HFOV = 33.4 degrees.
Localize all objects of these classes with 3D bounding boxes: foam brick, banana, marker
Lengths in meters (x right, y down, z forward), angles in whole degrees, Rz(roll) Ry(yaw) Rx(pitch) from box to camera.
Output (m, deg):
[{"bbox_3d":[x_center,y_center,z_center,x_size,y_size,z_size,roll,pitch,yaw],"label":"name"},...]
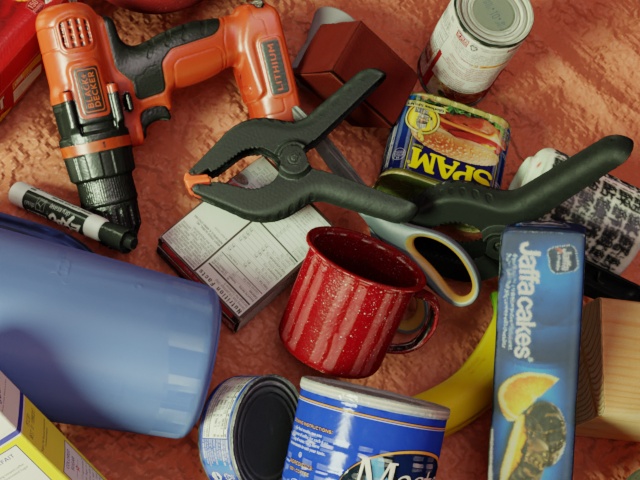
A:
[{"bbox_3d":[0.028,-0.132,0.853,0.078,0.053,0.051,37,74,-35],"label":"foam brick"},{"bbox_3d":[0.085,0.116,0.808,0.197,0.037,0.070,-32,60,-23],"label":"banana"},{"bbox_3d":[-0.179,-0.017,0.776,0.121,0.020,0.020,21,63,29],"label":"marker"}]

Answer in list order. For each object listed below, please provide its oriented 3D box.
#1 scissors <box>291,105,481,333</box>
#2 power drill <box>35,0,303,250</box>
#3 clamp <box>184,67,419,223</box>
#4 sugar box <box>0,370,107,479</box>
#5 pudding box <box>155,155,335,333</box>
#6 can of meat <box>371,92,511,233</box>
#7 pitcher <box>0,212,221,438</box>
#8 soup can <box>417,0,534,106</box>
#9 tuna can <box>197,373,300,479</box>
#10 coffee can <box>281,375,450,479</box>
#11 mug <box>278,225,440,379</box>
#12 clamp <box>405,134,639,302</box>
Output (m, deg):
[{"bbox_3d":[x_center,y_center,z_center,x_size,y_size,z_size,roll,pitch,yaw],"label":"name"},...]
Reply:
[{"bbox_3d":[0.033,-0.007,0.825,0.202,0.096,0.016,39,24,12],"label":"scissors"},{"bbox_3d":[-0.110,-0.100,0.816,0.187,0.057,0.184,-16,100,-25],"label":"power drill"},{"bbox_3d":[-0.011,-0.049,0.789,0.171,0.039,0.120,-21,74,-4],"label":"clamp"},{"bbox_3d":[-0.206,0.141,0.657,0.093,0.048,0.176,-30,119,6],"label":"sugar box"},{"bbox_3d":[-0.055,0.001,0.818,0.113,0.039,0.090,-42,83,-21],"label":"pudding box"},{"bbox_3d":[0.100,-0.064,0.867,0.102,0.057,0.084,18,64,-6],"label":"can of meat"},{"bbox_3d":[-0.195,0.052,0.727,0.242,0.145,0.149,13,80,-11],"label":"pitcher"},{"bbox_3d":[0.127,-0.164,0.885,0.068,0.102,0.068,4,68,-11],"label":"soup can"},{"bbox_3d":[-0.046,0.136,0.744,0.086,0.034,0.086,11,77,-53],"label":"tuna can"},{"bbox_3d":[0.023,0.170,0.713,0.102,0.103,0.140,13,86,-8],"label":"coffee can"},{"bbox_3d":[0.030,0.050,0.780,0.117,0.093,0.081,16,111,-17],"label":"mug"},{"bbox_3d":[0.148,0.000,0.821,0.210,0.164,0.036,-7,39,25],"label":"clamp"}]
